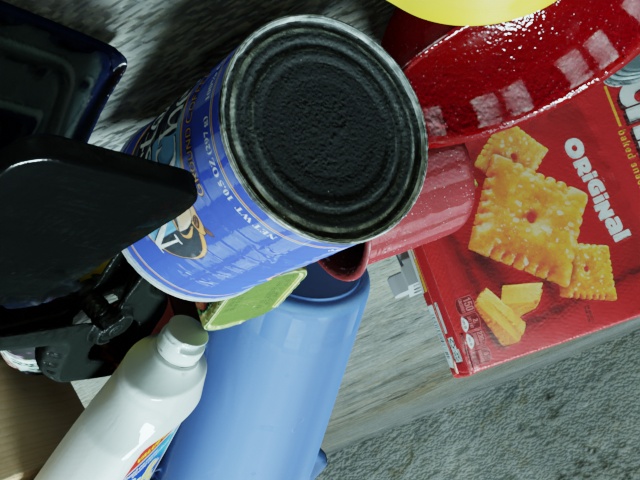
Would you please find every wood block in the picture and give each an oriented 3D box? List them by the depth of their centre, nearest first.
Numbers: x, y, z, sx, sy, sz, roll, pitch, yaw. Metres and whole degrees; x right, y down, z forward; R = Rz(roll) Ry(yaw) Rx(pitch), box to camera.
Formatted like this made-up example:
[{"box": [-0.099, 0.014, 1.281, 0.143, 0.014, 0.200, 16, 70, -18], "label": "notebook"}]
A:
[{"box": [-0.261, 0.149, 0.760, 0.090, 0.091, 0.205, -35, 170, 18], "label": "wood block"}]

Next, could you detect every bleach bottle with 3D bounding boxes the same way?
[{"box": [-0.149, 0.150, 0.737, 0.251, 0.068, 0.102, -56, 165, 30], "label": "bleach bottle"}]

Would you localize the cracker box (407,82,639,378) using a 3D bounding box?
[{"box": [0.164, -0.019, 0.714, 0.213, 0.164, 0.072, -19, 174, -3], "label": "cracker box"}]

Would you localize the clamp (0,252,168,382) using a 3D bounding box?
[{"box": [-0.144, 0.045, 0.650, 0.164, 0.036, 0.210, -33, 163, -26], "label": "clamp"}]

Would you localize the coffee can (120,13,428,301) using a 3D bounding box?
[{"box": [-0.030, -0.033, 0.509, 0.102, 0.103, 0.141, -10, 173, -32], "label": "coffee can"}]

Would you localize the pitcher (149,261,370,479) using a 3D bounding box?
[{"box": [-0.056, 0.107, 0.813, 0.149, 0.145, 0.243, -41, 156, -52], "label": "pitcher"}]

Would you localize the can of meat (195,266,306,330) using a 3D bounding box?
[{"box": [-0.054, 0.001, 0.672, 0.057, 0.084, 0.102, -13, 163, -24], "label": "can of meat"}]

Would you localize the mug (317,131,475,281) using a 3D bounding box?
[{"box": [0.030, -0.036, 0.638, 0.081, 0.093, 0.117, -19, -151, -25], "label": "mug"}]

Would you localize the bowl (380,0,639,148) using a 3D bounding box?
[{"box": [0.091, -0.108, 0.538, 0.162, 0.055, 0.162, -18, 164, -6], "label": "bowl"}]
